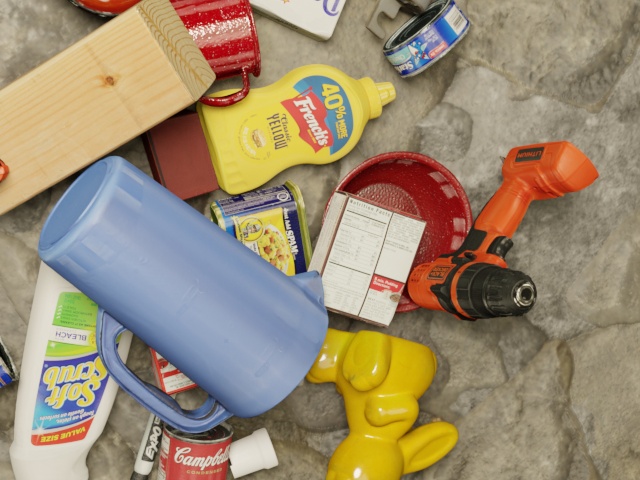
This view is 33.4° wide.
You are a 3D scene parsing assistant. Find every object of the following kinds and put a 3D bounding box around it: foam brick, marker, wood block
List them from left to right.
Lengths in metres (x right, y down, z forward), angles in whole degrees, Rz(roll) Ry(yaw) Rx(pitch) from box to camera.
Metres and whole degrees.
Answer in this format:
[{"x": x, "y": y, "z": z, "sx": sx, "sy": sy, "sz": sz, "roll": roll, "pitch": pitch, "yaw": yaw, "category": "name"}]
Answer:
[{"x": -0.205, "y": -0.117, "z": 0.910, "sx": 0.206, "sy": 0.090, "sz": 0.091, "roll": -27, "pitch": 107, "yaw": 16, "category": "wood block"}, {"x": -0.167, "y": 0.198, "z": 1.053, "sx": 0.020, "sy": 0.020, "sz": 0.121, "roll": 17, "pitch": 94, "yaw": -19, "category": "marker"}, {"x": -0.134, "y": -0.080, "z": 1.002, "sx": 0.051, "sy": 0.053, "sz": 0.078, "roll": -19, "pitch": 105, "yaw": -14, "category": "foam brick"}]

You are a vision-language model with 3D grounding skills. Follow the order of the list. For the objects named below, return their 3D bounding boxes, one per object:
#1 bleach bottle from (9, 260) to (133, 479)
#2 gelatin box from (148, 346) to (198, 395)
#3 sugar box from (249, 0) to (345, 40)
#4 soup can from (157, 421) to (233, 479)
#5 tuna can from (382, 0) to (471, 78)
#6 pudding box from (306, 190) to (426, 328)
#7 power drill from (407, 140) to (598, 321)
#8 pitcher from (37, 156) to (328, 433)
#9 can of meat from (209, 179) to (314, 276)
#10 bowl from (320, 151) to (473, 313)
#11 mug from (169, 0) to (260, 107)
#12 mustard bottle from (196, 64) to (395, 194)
[{"x": -0.231, "y": 0.138, "z": 1.003, "sx": 0.102, "sy": 0.068, "sz": 0.251, "roll": 8, "pitch": 99, "yaw": -21, "category": "bleach bottle"}, {"x": -0.130, "y": 0.099, "z": 1.034, "sx": 0.073, "sy": 0.030, "sz": 0.089, "roll": -16, "pitch": 91, "yaw": -18, "category": "gelatin box"}, {"x": -0.002, "y": -0.288, "z": 1.013, "sx": 0.093, "sy": 0.048, "sz": 0.176, "roll": 21, "pitch": 91, "yaw": -19, "category": "sugar box"}, {"x": -0.125, "y": 0.229, "z": 1.043, "sx": 0.068, "sy": 0.069, "sz": 0.102, "roll": 5, "pitch": 102, "yaw": -18, "category": "soup can"}, {"x": 0.102, "y": -0.198, "z": 1.039, "sx": 0.086, "sy": 0.086, "sz": 0.033, "roll": -43, "pitch": 107, "yaw": -7, "category": "tuna can"}, {"x": 0.040, "y": 0.018, "z": 1.019, "sx": 0.090, "sy": 0.039, "sz": 0.113, "roll": 19, "pitch": 90, "yaw": -21, "category": "pudding box"}, {"x": 0.176, "y": -0.007, "z": 0.992, "sx": 0.057, "sy": 0.185, "sz": 0.187, "roll": 44, "pitch": 74, "yaw": -19, "category": "power drill"}, {"x": -0.125, "y": 0.047, "z": 0.924, "sx": 0.242, "sy": 0.145, "sz": 0.149, "roll": 40, "pitch": 43, "yaw": -25, "category": "pitcher"}, {"x": -0.057, "y": 0.001, "z": 1.032, "sx": 0.083, "sy": 0.057, "sz": 0.102, "roll": -14, "pitch": 112, "yaw": -13, "category": "can of meat"}, {"x": 0.070, "y": -0.011, "z": 1.074, "sx": 0.162, "sy": 0.055, "sz": 0.162, "roll": -3, "pitch": 100, "yaw": -17, "category": "bowl"}, {"x": -0.102, "y": -0.175, "z": 0.972, "sx": 0.081, "sy": 0.093, "sz": 0.117, "roll": -14, "pitch": 78, "yaw": -10, "category": "mug"}, {"x": -0.017, "y": -0.117, "z": 1.029, "sx": 0.191, "sy": 0.058, "sz": 0.096, "roll": -19, "pitch": 105, "yaw": -14, "category": "mustard bottle"}]
